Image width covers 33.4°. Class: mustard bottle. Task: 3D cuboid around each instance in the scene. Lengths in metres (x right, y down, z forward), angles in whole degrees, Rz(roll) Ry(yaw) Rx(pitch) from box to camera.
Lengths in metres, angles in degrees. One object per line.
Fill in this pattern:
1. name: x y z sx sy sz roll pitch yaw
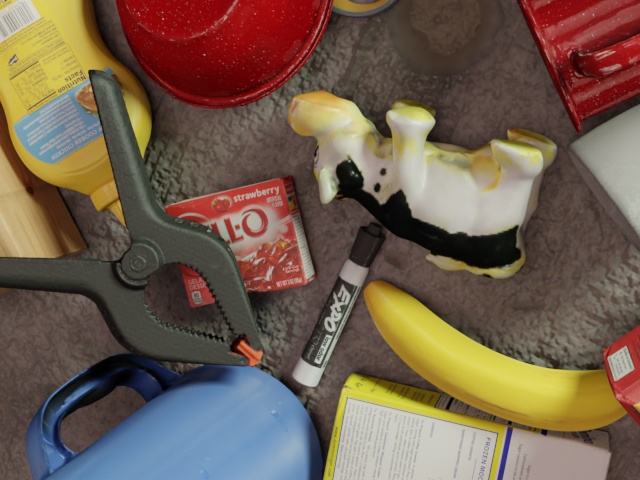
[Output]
1. mustard bottle: -0.170 -0.094 0.728 0.096 0.058 0.191 -29 90 5

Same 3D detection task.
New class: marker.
1. marker: 0.013 0.043 0.718 0.020 0.020 0.121 27 106 10

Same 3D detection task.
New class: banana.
1. banana: 0.115 0.079 0.679 0.198 0.069 0.037 15 141 12

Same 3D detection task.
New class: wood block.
1. wood block: -0.263 -0.061 0.745 0.090 0.090 0.206 -27 90 18

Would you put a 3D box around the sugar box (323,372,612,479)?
1. sugar box: 0.093 0.153 0.700 0.176 0.048 0.093 12 101 11

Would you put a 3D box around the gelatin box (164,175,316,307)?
1. gelatin box: -0.055 0.001 0.725 0.089 0.030 0.073 -12 96 17

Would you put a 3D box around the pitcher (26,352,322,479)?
1. pitcher: -0.111 0.164 0.658 0.149 0.242 0.145 1 101 23

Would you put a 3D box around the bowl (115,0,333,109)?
1. bowl: -0.073 -0.167 0.675 0.162 0.055 0.162 0 89 23

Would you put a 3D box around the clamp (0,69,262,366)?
1. clamp: -0.129 0.019 0.687 0.164 0.036 0.210 -44 99 -5
